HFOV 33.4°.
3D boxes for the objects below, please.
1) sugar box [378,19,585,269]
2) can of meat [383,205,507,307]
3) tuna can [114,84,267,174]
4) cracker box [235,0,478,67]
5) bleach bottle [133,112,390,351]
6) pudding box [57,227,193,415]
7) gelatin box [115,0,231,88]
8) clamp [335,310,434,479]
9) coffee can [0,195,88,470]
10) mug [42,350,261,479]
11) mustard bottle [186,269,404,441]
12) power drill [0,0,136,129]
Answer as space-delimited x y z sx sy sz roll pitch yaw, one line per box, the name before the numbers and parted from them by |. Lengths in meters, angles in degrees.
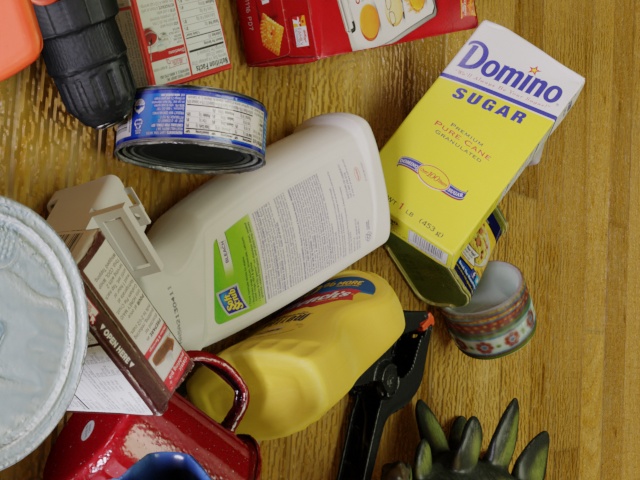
sugar box | 0.110 -0.074 0.799 0.176 0.093 0.048 -53 168 -12
can of meat | 0.100 -0.007 0.860 0.102 0.058 0.083 54 52 -37
tuna can | -0.073 -0.062 0.607 0.086 0.086 0.034 12 78 -52
cracker box | 0.023 -0.217 0.750 0.213 0.072 0.164 -23 107 -50
bleach bottle | -0.054 0.001 0.653 0.250 0.068 0.102 -29 111 -47
pudding box | -0.130 0.041 0.508 0.090 0.114 0.039 60 43 -34
gelatin box | -0.094 -0.135 0.627 0.073 0.030 0.089 -30 113 -51
clamp | 0.032 0.099 0.785 0.171 0.039 0.120 -59 138 -40
coffee can | -0.177 0.034 0.422 0.102 0.141 0.103 1 88 -53
mug | -0.085 0.112 0.570 0.081 0.093 0.117 42 75 -22
mustard bottle | 0.002 0.062 0.690 0.191 0.096 0.058 -33 104 -58
power drill | -0.138 -0.122 0.479 0.187 0.057 0.184 -95 166 -71
